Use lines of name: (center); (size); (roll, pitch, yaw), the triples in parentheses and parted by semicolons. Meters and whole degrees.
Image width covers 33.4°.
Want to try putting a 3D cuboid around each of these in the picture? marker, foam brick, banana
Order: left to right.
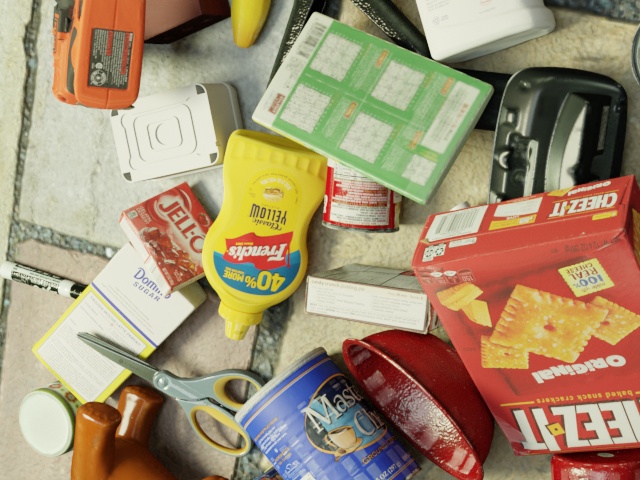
marker: (-0.284, 0.045, 1.121); (0.121, 0.020, 0.020); (14, 104, 24)
foam brick: (-0.131, -0.219, 0.988); (0.078, 0.052, 0.051); (-17, 90, 28)
banana: (-0.073, -0.277, 0.963); (0.070, 0.037, 0.198); (-16, 89, 46)

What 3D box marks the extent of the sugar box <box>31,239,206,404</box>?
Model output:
sugar box: (-0.201, 0.082, 1.064); (0.093, 0.048, 0.176); (45, 112, -2)

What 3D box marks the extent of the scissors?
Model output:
scissors: (-0.133, 0.127, 1.033); (0.202, 0.016, 0.096); (43, 105, -3)

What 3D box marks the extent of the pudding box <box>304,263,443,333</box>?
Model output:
pudding box: (0.055, 0.048, 0.913); (0.114, 0.089, 0.039); (5, 99, 25)

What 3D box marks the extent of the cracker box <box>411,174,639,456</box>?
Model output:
cracker box: (0.186, 0.066, 0.801); (0.164, 0.072, 0.213); (-11, 123, 33)

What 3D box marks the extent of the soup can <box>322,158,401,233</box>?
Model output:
soup can: (0.039, -0.061, 0.918); (0.069, 0.068, 0.102); (9, 101, 25)

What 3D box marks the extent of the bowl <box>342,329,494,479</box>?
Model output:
bowl: (0.093, 0.127, 0.897); (0.055, 0.162, 0.162); (-41, 75, -16)

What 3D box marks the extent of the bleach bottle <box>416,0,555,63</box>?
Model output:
bleach bottle: (0.108, -0.276, 0.856); (0.103, 0.068, 0.251); (-14, 89, 28)

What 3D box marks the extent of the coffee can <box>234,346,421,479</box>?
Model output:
coffee can: (0.006, 0.180, 0.950); (0.103, 0.102, 0.140); (-45, 77, 24)

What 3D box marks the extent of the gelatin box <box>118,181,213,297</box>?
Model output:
gelatin box: (-0.137, -0.003, 1.010); (0.089, 0.073, 0.030); (58, 151, 8)

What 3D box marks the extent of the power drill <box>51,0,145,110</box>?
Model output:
power drill: (-0.205, -0.202, 0.971); (0.188, 0.057, 0.184); (-138, 52, -63)

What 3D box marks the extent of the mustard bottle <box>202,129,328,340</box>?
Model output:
mustard bottle: (-0.056, 0.001, 0.972); (0.096, 0.058, 0.192); (13, 107, -9)

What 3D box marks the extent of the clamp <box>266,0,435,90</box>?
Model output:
clamp: (0.001, -0.223, 0.930); (0.165, 0.036, 0.210); (-18, 87, 29)
